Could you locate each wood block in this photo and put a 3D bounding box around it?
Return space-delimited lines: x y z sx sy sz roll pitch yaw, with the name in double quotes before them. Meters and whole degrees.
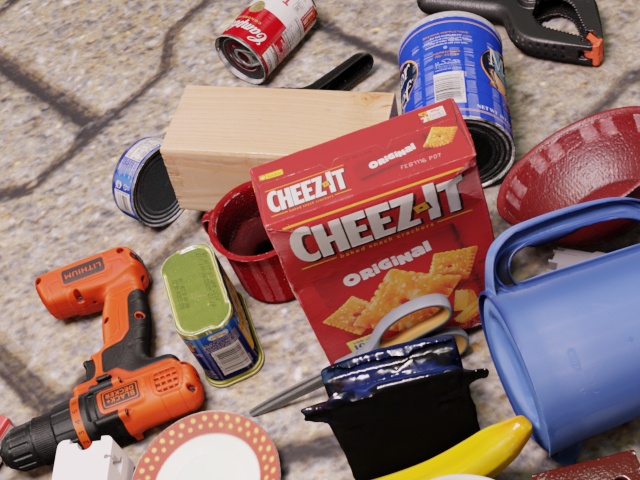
"wood block" -0.033 -0.082 1.010 0.206 0.090 0.090 4 51 14

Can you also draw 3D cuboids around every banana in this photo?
"banana" 0.070 0.183 0.803 0.198 0.069 0.037 -21 57 10

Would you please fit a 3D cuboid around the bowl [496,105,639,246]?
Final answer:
"bowl" 0.235 -0.045 0.913 0.162 0.055 0.162 -30 24 15

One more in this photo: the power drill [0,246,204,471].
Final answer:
"power drill" -0.209 0.106 0.967 0.184 0.057 0.188 -20 53 -2

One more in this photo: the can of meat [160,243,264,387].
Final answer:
"can of meat" -0.097 0.065 0.943 0.057 0.084 0.102 -23 50 0

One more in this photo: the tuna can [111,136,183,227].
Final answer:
"tuna can" -0.165 -0.059 1.058 0.034 0.086 0.086 23 64 33

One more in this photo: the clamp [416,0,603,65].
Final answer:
"clamp" 0.209 -0.240 1.105 0.164 0.036 0.210 -29 51 -5

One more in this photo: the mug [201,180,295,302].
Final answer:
"mug" -0.056 0.001 0.979 0.117 0.081 0.093 12 59 26

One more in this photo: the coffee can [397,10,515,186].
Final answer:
"coffee can" 0.126 -0.131 1.006 0.103 0.103 0.140 -8 52 12

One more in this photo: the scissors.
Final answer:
"scissors" 0.041 0.109 0.897 0.202 0.096 0.016 -39 42 28

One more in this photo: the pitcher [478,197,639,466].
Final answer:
"pitcher" 0.247 0.051 0.806 0.243 0.149 0.145 -21 50 -2

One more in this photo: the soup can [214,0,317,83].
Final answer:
"soup can" -0.058 -0.230 1.165 0.069 0.068 0.102 24 63 31

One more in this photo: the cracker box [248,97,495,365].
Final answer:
"cracker box" 0.055 0.006 0.853 0.164 0.213 0.072 -20 50 3

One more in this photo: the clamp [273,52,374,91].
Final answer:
"clamp" -0.016 -0.124 1.090 0.171 0.039 0.120 -21 44 8
